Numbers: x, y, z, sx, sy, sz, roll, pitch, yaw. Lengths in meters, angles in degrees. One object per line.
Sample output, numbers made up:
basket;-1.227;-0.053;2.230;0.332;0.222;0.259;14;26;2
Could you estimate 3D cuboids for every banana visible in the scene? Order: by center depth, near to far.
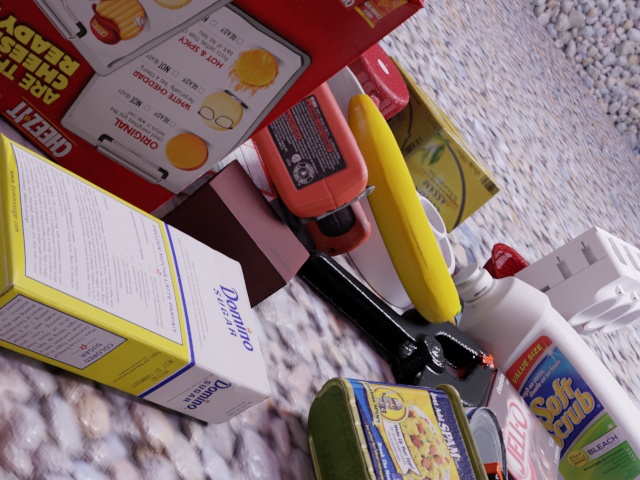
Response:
banana;0.061;-0.011;0.790;0.069;0.037;0.198;-103;169;-70

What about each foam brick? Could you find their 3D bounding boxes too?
foam brick;-0.054;0.001;0.650;0.078;0.051;0.053;53;24;-6

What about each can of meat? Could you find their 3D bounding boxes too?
can of meat;0.045;0.132;0.634;0.083;0.058;0.102;11;45;-29

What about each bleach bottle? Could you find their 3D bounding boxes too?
bleach bottle;0.192;0.126;0.915;0.250;0.103;0.068;50;21;-12

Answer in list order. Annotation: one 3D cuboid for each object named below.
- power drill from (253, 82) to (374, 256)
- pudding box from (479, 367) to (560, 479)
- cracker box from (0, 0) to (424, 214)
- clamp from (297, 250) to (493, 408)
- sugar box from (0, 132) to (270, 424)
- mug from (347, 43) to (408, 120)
power drill;-0.017;-0.078;0.741;0.184;0.057;0.187;63;1;2
pudding box;0.148;0.167;0.847;0.090;0.039;0.113;53;23;-7
cracker box;-0.079;-0.131;0.566;0.164;0.214;0.072;44;24;-28
clamp;0.073;0.099;0.792;0.209;0.036;0.164;21;42;-48
sugar box;-0.102;0.025;0.532;0.176;0.048;0.093;36;30;-47
mug;0.024;-0.124;0.933;0.093;0.082;0.117;43;26;-28
